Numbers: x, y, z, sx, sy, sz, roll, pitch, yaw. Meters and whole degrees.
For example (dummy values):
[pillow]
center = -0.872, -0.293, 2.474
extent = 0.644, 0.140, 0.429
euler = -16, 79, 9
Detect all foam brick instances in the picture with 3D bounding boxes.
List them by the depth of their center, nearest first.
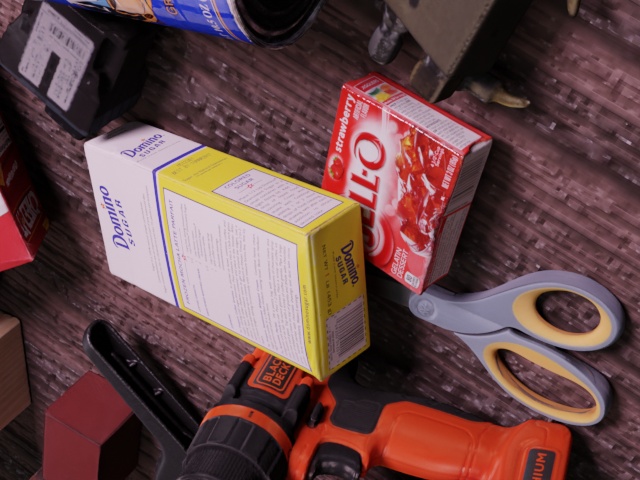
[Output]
[foam brick]
center = -0.166, 0.145, 0.773
extent = 0.051, 0.052, 0.078
euler = 28, 130, 16

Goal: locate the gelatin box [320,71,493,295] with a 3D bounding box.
[gelatin box]
center = 0.038, -0.028, 0.530
extent = 0.073, 0.030, 0.089
euler = 35, 133, 25

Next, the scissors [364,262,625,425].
[scissors]
center = 0.071, 0.024, 0.560
extent = 0.202, 0.016, 0.096
euler = 34, 131, 10

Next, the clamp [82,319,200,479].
[clamp]
center = -0.064, 0.147, 0.718
extent = 0.165, 0.036, 0.210
euler = 5, 126, 24

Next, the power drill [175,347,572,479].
[power drill]
center = 0.028, 0.122, 0.554
extent = 0.188, 0.184, 0.057
euler = 21, 130, 9

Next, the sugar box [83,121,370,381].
[sugar box]
center = -0.054, 0.000, 0.585
extent = 0.176, 0.048, 0.093
euler = 25, 132, 38
